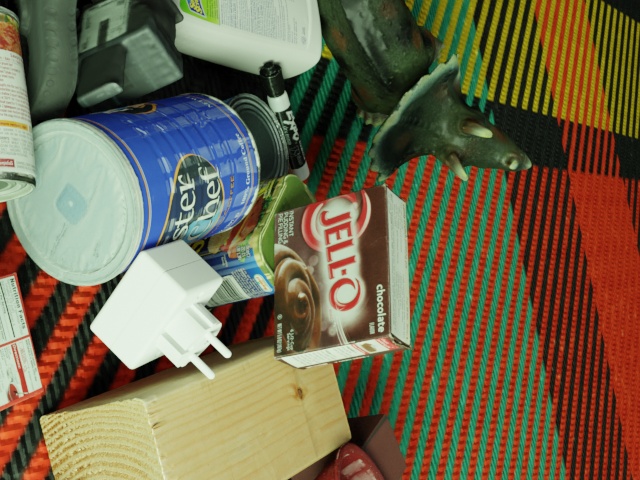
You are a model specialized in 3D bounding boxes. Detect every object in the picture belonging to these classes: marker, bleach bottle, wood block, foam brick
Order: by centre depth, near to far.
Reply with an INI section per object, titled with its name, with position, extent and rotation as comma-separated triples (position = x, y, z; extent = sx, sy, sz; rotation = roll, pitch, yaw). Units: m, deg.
[wood block]
position = -0.074, 0.128, 0.716
extent = 0.205, 0.090, 0.091
rotation = -14, 89, -59
[bleach bottle]
position = -0.097, -0.195, 0.836
extent = 0.250, 0.068, 0.102
rotation = 5, 72, -55
[foam brick]
position = 0.019, 0.177, 0.858
extent = 0.052, 0.078, 0.051
rotation = -44, 117, -54
[marker]
position = -0.030, -0.100, 0.907
extent = 0.121, 0.020, 0.020
rotation = 74, 25, -43

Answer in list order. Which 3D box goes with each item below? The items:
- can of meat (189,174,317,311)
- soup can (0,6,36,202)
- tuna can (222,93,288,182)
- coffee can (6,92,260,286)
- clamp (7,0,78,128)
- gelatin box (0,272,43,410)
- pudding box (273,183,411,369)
[can of meat]
position = -0.055, 0.001, 0.802
extent = 0.057, 0.084, 0.102
rotation = 56, 37, -30
[soup can]
position = -0.202, -0.076, 0.612
extent = 0.068, 0.069, 0.102
rotation = 4, 75, -58
[tuna can]
position = -0.064, -0.074, 0.866
extent = 0.086, 0.034, 0.086
rotation = 29, 54, -51
[coffee can]
position = -0.118, -0.038, 0.698
extent = 0.140, 0.103, 0.103
rotation = -26, 101, -58
[clamp]
position = -0.175, -0.150, 0.660
extent = 0.039, 0.120, 0.172
rotation = 1, 120, -32
[gelatin box]
position = -0.197, 0.062, 0.591
extent = 0.089, 0.030, 0.073
rotation = -22, 99, -68
[pudding box]
position = 0.014, 0.026, 0.730
extent = 0.039, 0.090, 0.113
rotation = 30, 52, -52
